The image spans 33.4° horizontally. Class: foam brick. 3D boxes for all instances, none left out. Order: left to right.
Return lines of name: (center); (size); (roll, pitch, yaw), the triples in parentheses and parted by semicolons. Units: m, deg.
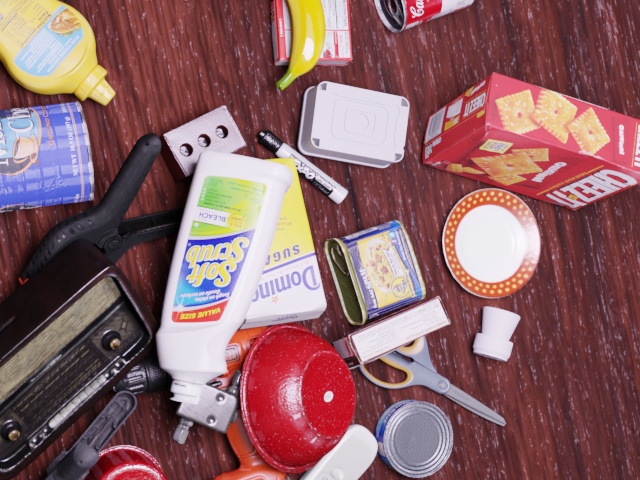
foam brick: (-0.130, -0.104, 1.151); (0.078, 0.051, 0.053); (-30, 96, -17)

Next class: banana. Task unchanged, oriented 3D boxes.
banana: (-0.035, -0.267, 1.167); (0.069, 0.037, 0.198); (-13, 87, -18)

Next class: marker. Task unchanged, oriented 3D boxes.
marker: (-0.021, -0.085, 1.202); (0.121, 0.020, 0.020); (37, 77, -12)

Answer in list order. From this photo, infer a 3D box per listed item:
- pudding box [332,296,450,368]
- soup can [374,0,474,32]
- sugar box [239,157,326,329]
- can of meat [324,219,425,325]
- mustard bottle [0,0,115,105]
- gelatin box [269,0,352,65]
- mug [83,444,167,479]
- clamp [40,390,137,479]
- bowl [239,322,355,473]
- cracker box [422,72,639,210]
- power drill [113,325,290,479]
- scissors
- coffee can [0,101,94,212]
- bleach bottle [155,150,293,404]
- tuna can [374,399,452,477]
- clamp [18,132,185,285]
pudding box: (0.077, 0.101, 1.171); (0.113, 0.090, 0.039); (-24, 84, -14)
soup can: (0.122, -0.288, 1.234); (0.102, 0.069, 0.068); (-23, 94, -19)
sugar box: (-0.057, 0.001, 1.148); (0.093, 0.048, 0.176); (-8, 70, -19)
can of meat: (0.062, 0.034, 1.204); (0.083, 0.058, 0.102); (-19, 93, -20)
mustard bottle: (-0.292, -0.208, 1.101); (0.191, 0.058, 0.096); (40, 75, -12)
gelatin box: (-0.010, -0.236, 1.209); (0.089, 0.030, 0.073); (-3, 87, -18)
mug: (-0.200, 0.273, 1.093); (0.093, 0.082, 0.117); (12, 83, -17)
clamp: (-0.251, 0.229, 1.054); (0.039, 0.120, 0.171); (40, 104, 1)
bowl: (-0.012, 0.165, 1.134); (0.161, 0.055, 0.162); (15, 70, -48)
cracker box: (0.245, -0.106, 1.211); (0.213, 0.164, 0.072); (16, 74, -17)
power drill: (-0.118, 0.194, 1.136); (0.184, 0.057, 0.187); (-13, 91, -18)
scissors: (0.138, 0.148, 1.244); (0.201, 0.016, 0.096); (16, 82, -17)
coffee can: (-0.306, -0.081, 1.066); (0.140, 0.103, 0.103); (-9, 90, -19)
bleach bottle: (-0.102, 0.041, 1.076); (0.102, 0.068, 0.251); (11, 81, 5)
tuna can: (0.106, 0.225, 1.220); (0.086, 0.034, 0.086); (1, 87, -18)
clamp: (-0.218, -0.016, 1.086); (0.210, 0.164, 0.036); (-32, 58, -9)
